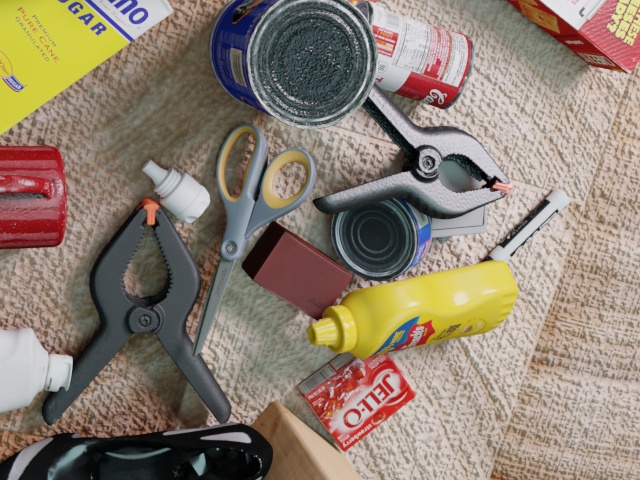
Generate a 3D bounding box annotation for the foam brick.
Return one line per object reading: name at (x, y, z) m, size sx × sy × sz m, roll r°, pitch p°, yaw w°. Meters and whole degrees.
foam brick at (-0.022, 0.027, 0.944) m, size 0.078 × 0.051 × 0.053 m, roll 34°, pitch 92°, yaw -21°

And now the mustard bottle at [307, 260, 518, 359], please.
mustard bottle at (0.076, 0.066, 0.946) m, size 0.191 × 0.096 × 0.058 m, roll -9°, pitch 67°, yaw -28°

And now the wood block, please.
wood block at (-0.010, 0.231, 0.915) m, size 0.090 × 0.206 × 0.090 m, roll 40°, pitch 89°, yaw -22°

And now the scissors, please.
scissors at (-0.056, 0.001, 0.904) m, size 0.096 × 0.016 × 0.202 m, roll 3°, pitch 84°, yaw 15°

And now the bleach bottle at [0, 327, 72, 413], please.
bleach bottle at (-0.325, 0.083, 0.851) m, size 0.250 × 0.068 × 0.102 m, roll 10°, pitch 103°, yaw -17°

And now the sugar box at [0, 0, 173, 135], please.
sugar box at (-0.214, -0.168, 0.839) m, size 0.176 × 0.048 × 0.093 m, roll -37°, pitch 111°, yaw -4°

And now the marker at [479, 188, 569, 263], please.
marker at (0.189, -0.002, 1.020) m, size 0.121 × 0.020 × 0.020 m, roll -43°, pitch 112°, yaw -3°

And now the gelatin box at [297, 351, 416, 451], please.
gelatin box at (0.035, 0.142, 1.002) m, size 0.089 × 0.030 × 0.073 m, roll -36°, pitch 111°, yaw -6°

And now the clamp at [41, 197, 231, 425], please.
clamp at (-0.162, 0.070, 0.920) m, size 0.164 × 0.036 × 0.210 m, roll -5°, pitch 105°, yaw -13°

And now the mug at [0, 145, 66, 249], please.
mug at (-0.242, -0.036, 0.829) m, size 0.081 × 0.117 × 0.093 m, roll -2°, pitch 82°, yaw -22°

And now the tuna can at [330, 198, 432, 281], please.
tuna can at (0.053, -0.008, 0.942) m, size 0.086 × 0.033 × 0.086 m, roll 8°, pitch 108°, yaw 26°

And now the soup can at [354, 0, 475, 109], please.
soup can at (0.072, -0.160, 0.918) m, size 0.102 × 0.068 × 0.068 m, roll 15°, pitch 98°, yaw -20°

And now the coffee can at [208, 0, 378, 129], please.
coffee can at (-0.025, -0.148, 0.851) m, size 0.102 × 0.140 × 0.103 m, roll -4°, pitch 104°, yaw -16°

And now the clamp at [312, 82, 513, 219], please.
clamp at (0.076, -0.055, 0.894) m, size 0.171 × 0.039 × 0.120 m, roll 24°, pitch 88°, yaw -12°
